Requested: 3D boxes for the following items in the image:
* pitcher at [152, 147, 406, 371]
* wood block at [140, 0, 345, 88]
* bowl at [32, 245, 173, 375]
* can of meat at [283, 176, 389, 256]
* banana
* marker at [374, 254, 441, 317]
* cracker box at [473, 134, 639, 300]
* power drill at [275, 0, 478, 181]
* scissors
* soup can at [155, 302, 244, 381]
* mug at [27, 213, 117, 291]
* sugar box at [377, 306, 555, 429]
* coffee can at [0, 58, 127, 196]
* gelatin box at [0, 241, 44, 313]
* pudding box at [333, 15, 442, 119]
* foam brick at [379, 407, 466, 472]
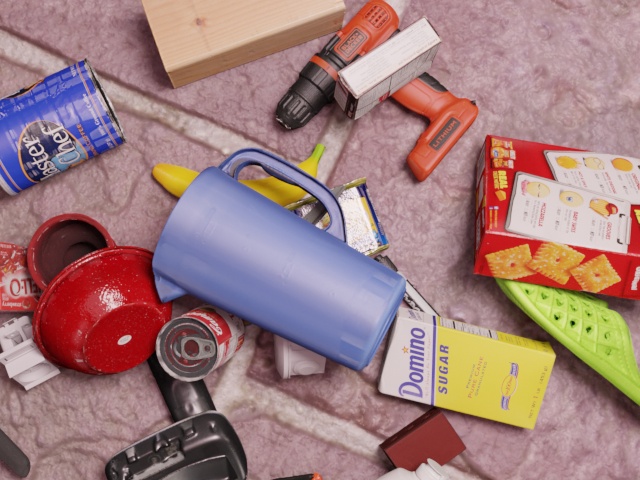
[{"bbox_3d":[-0.035,0.024,1.091,0.243,0.144,0.149,27,126,8],"label":"pitcher"},{"bbox_3d":[-0.085,-0.254,1.190,0.206,0.090,0.091,-20,86,-3],"label":"wood block"},{"bbox_3d":[-0.216,0.087,1.121,0.162,0.162,0.055,-40,48,-4],"label":"bowl"},{"bbox_3d":[0.018,-0.013,1.185,0.102,0.057,0.084,-21,88,-2],"label":"can of meat"},{"bbox_3d":[-0.088,-0.063,1.201,0.197,0.037,0.069,-6,66,-3],"label":"banana"},{"bbox_3d":[0.103,0.063,1.197,0.020,0.020,0.121,-41,86,-4],"label":"marker"},{"bbox_3d":[0.274,-0.023,1.144,0.213,0.072,0.164,10,44,0],"label":"cracker box"},{"bbox_3d":[0.068,-0.153,1.198,0.187,0.057,0.184,41,85,3],"label":"power drill"},{"bbox_3d":[-0.058,0.001,1.166,0.096,0.016,0.202,34,109,15],"label":"scissors"},{"bbox_3d":[-0.126,0.106,1.141,0.068,0.102,0.068,2,97,13],"label":"soup can"},{"bbox_3d":[-0.267,0.032,1.164,0.093,0.081,0.117,13,84,0],"label":"mug"},{"bbox_3d":[0.157,0.139,1.166,0.176,0.048,0.093,12,104,-1],"label":"sugar box"},{"bbox_3d":[-0.297,-0.124,1.168,0.140,0.103,0.103,-25,85,-3],"label":"coffee can"},{"bbox_3d":[-0.332,0.041,1.158,0.030,0.089,0.073,-6,83,19],"label":"gelatin box"},{"bbox_3d":[0.070,-0.181,1.129,0.113,0.090,0.039,-36,83,-7],"label":"pudding box"},{"bbox_3d":[0.112,0.225,1.165,0.078,0.053,0.051,-34,86,-4],"label":"foam brick"}]
